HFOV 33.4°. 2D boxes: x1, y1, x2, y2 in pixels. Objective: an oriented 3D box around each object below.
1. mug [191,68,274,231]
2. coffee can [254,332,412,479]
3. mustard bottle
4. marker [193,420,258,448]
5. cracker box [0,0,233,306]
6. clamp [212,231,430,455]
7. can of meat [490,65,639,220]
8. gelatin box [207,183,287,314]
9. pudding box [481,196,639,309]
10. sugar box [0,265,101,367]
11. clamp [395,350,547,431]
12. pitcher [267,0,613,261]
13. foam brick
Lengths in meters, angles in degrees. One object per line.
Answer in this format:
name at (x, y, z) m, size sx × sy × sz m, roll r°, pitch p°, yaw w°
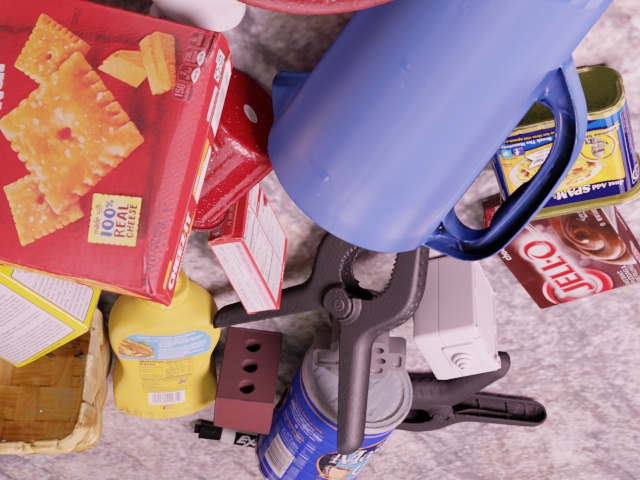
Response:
mug at (-0.080, -0.061, 0.729) m, size 0.082 × 0.117 × 0.093 m, roll -38°, pitch 95°, yaw 33°
coffee can at (0.010, 0.165, 0.976) m, size 0.102 × 0.102 × 0.140 m, roll 17°, pitch 135°, yaw -12°
mustard bottle at (-0.137, 0.083, 0.937) m, size 0.096 × 0.058 × 0.192 m, roll -2°, pitch 140°, yaw -9°
marker at (-0.070, 0.204, 1.099) m, size 0.121 × 0.020 × 0.020 m, roll 12°, pitch 139°, yaw -7°
cracker box at (-0.175, -0.065, 0.642) m, size 0.213 × 0.164 × 0.072 m, roll 13°, pitch 171°, yaw 2°
clamp at (0.025, 0.059, 0.850) m, size 0.164 × 0.036 × 0.210 m, roll 49°, pitch 114°, yaw 12°
can of meat at (0.165, -0.067, 0.735) m, size 0.102 × 0.057 × 0.084 m, roll -11°, pitch 134°, yaw 17°
gelatin box at (-0.055, 0.001, 0.824) m, size 0.030 × 0.073 × 0.089 m, roll -9°, pitch 137°, yaw 16°
pudding box at (0.188, 0.001, 0.822) m, size 0.090 × 0.039 × 0.113 m, roll -20°, pitch 133°, yaw 27°
sugar box at (-0.254, 0.019, 0.753) m, size 0.093 × 0.048 × 0.176 m, roll -27°, pitch 125°, yaw 34°
clamp at (0.117, 0.144, 0.994) m, size 0.172 × 0.039 × 0.120 m, roll -9°, pitch 136°, yaw 16°
pitcher at (0.085, -0.106, 0.643) m, size 0.149 × 0.145 × 0.243 m, roll 12°, pitch 137°, yaw -27°
foam brick at (-0.066, 0.127, 0.966) m, size 0.053 × 0.078 × 0.051 m, roll 8°, pitch 140°, yaw -2°
